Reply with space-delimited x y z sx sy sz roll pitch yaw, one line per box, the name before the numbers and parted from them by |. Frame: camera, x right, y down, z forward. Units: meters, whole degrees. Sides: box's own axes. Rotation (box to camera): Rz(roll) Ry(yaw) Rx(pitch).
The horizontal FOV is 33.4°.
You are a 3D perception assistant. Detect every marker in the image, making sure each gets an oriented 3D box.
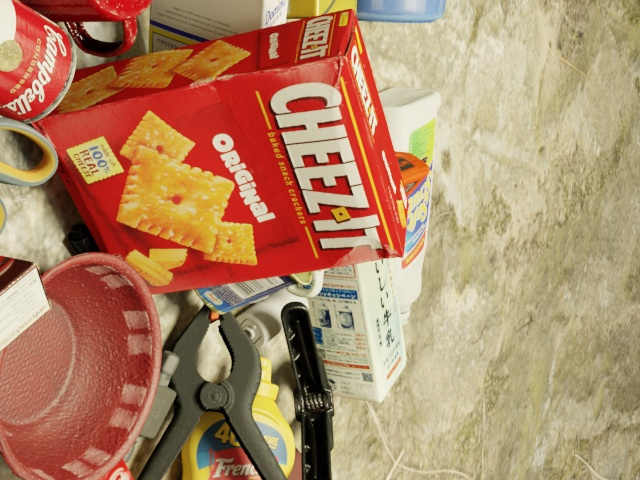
marker | -0.154 0.034 0.787 0.020 0.020 0.121 -59 143 -35

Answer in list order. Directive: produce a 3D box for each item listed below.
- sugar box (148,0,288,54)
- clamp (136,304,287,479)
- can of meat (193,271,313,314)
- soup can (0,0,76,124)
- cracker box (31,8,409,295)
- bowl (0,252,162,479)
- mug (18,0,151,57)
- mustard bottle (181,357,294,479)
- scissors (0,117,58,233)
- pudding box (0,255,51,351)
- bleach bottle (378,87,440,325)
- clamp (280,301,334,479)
sugar box | -0.076 -0.128 0.765 0.048 0.093 0.176 -46 152 -52
clamp | -0.096 0.134 0.858 0.120 0.039 0.171 -5 75 -19
can of meat | -0.056 0.001 0.852 0.057 0.084 0.102 45 33 -39
soup can | -0.202 -0.117 0.623 0.102 0.069 0.068 29 71 -58
cracker box | -0.062 -0.050 0.725 0.072 0.214 0.164 -80 157 -50
bowl | -0.178 0.085 0.721 0.161 0.055 0.162 -20 113 -57
mug | -0.152 -0.170 0.682 0.093 0.082 0.117 -50 137 -43
mustard bottle | -0.072 0.192 0.902 0.096 0.058 0.191 17 77 -16
scissors | -0.246 -0.043 0.608 0.201 0.016 0.096 6 116 -44
pudding box | -0.223 0.048 0.600 0.113 0.090 0.039 -49 137 -43
bleach bottle | 0.084 -0.031 1.145 0.102 0.068 0.251 -31 125 -53
clamp | -0.008 0.139 0.979 0.210 0.036 0.164 57 26 -85
